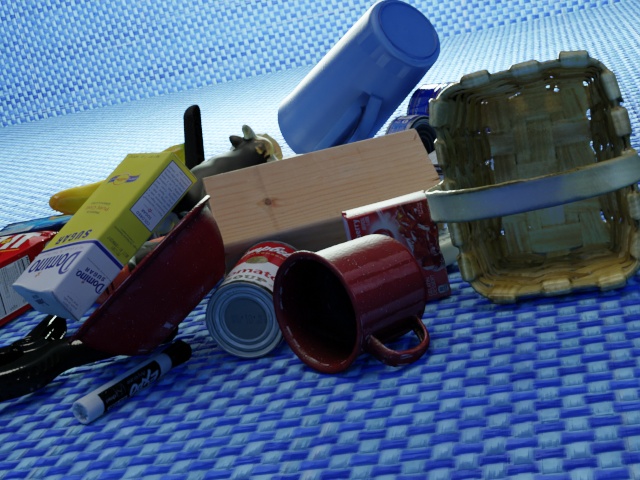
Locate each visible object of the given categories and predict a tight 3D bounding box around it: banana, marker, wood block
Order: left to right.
[{"bbox_3d":[-0.228,-0.070,1.247,0.197,0.070,0.037,-31,60,-26],"label":"banana"},{"bbox_3d":[-0.143,0.107,0.831,0.020,0.020,0.120,-1,18,37],"label":"marker"},{"bbox_3d":[0.004,-0.023,0.992,0.206,0.090,0.091,-13,51,-8],"label":"wood block"}]

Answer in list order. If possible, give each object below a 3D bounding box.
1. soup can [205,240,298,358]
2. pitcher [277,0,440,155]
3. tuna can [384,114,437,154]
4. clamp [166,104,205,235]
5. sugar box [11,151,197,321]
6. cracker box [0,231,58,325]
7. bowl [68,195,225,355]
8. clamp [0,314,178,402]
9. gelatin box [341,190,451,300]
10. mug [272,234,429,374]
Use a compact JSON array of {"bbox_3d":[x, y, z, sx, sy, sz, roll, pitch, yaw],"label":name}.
[{"bbox_3d":[-0.050,0.048,0.882,0.068,0.068,0.102,-9,16,15],"label":"soup can"},{"bbox_3d":[0.053,-0.200,1.429,0.144,0.149,0.243,-26,-12,-41],"label":"pitcher"},{"bbox_3d":[0.115,-0.111,1.306,0.034,0.086,0.085,3,21,42],"label":"tuna can"},{"bbox_3d":[-0.141,-0.070,1.238,0.172,0.120,0.039,-50,-10,23],"label":"clamp"},{"bbox_3d":[-0.202,-0.008,0.994,0.094,0.048,0.176,3,48,53],"label":"sugar box"},{"bbox_3d":[-0.396,0.056,1.139,0.164,0.072,0.213,-6,15,23],"label":"cracker box"},{"bbox_3d":[-0.127,0.040,0.855,0.162,0.055,0.162,-46,4,4],"label":"bowl"},{"bbox_3d":[-0.233,0.100,0.903,0.165,0.036,0.209,-4,13,31],"label":"clamp"},{"bbox_3d":[0.063,0.011,0.879,0.073,0.089,0.030,-14,16,-6],"label":"gelatin box"},{"bbox_3d":[0.033,0.049,0.790,0.081,0.093,0.117,-19,46,-41],"label":"mug"}]
